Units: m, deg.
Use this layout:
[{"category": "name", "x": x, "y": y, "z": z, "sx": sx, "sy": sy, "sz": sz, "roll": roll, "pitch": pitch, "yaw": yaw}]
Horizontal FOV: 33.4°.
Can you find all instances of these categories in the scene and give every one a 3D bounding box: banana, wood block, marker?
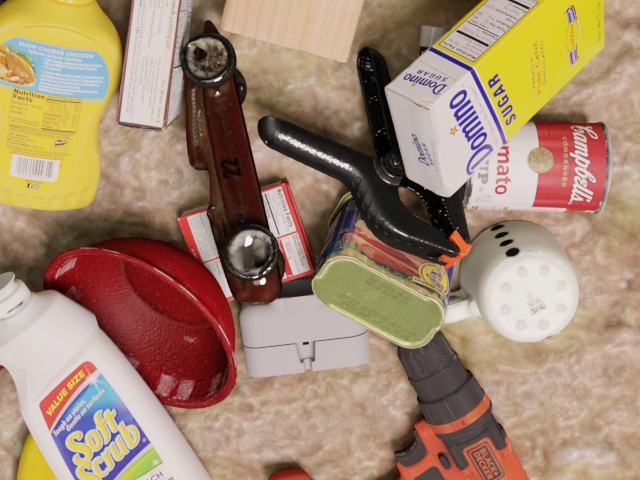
[{"category": "banana", "x": -0.210, "y": 0.203, "z": 0.856, "sx": 0.069, "sy": 0.037, "sz": 0.198, "roll": 12, "pitch": 102, "yaw": -2}, {"category": "wood block", "x": 0.001, "y": -0.235, "z": 0.733, "sx": 0.090, "sy": 0.091, "sz": 0.206, "roll": 15, "pitch": 102, "yaw": -3}, {"category": "marker", "x": 0.076, "y": -0.099, "z": 0.799, "sx": 0.020, "sy": 0.020, "sz": 0.121, "roll": 7, "pitch": 102, "yaw": -2}]

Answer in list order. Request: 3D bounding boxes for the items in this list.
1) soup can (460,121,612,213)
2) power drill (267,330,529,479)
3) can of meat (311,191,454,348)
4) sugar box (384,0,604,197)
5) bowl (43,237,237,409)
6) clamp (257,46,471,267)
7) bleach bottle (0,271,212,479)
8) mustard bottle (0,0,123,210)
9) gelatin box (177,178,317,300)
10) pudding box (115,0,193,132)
[{"category": "soup can", "x": 0.155, "y": -0.055, "z": 0.785, "sx": 0.102, "sy": 0.068, "sz": 0.068, "roll": 2, "pitch": 102, "yaw": 0}, {"category": "power drill", "x": 0.055, "y": 0.177, "z": 0.840, "sx": 0.188, "sy": 0.057, "sz": 0.184, "roll": -29, "pitch": 101, "yaw": 6}, {"category": "can of meat", "x": 0.048, "y": 0.021, "z": 0.785, "sx": 0.102, "sy": 0.084, "sz": 0.058, "roll": 28, "pitch": 127, "yaw": -6}, {"category": "sugar box", "x": 0.124, "y": -0.118, "z": 0.725, "sx": 0.048, "sy": 0.093, "sz": 0.176, "roll": 32, "pitch": 68, "yaw": 33}, {"category": "bowl", "x": -0.122, "y": 0.051, "z": 0.791, "sx": 0.162, "sy": 0.055, "sz": 0.162, "roll": 17, "pitch": 137, "yaw": 16}, {"category": "clamp", "x": 0.050, "y": -0.059, "z": 0.768, "sx": 0.171, "sy": 0.039, "sz": 0.120, "roll": 44, "pitch": 67, "yaw": -3}, {"category": "bleach bottle", "x": -0.175, "y": 0.131, "z": 0.791, "sx": 0.102, "sy": 0.068, "sz": 0.250, "roll": -29, "pitch": 117, "yaw": 1}, {"category": "mustard bottle", "x": -0.189, "y": -0.115, "z": 0.744, "sx": 0.096, "sy": 0.058, "sz": 0.192, "roll": 9, "pitch": 123, "yaw": -18}, {"category": "gelatin box", "x": -0.055, "y": 0.001, "z": 0.816, "sx": 0.089, "sy": 0.030, "sz": 0.073, "roll": -18, "pitch": 100, "yaw": 4}, {"category": "pudding box", "x": -0.115, "y": -0.138, "z": 0.754, "sx": 0.039, "sy": 0.090, "sz": 0.113, "roll": 7, "pitch": 103, "yaw": -2}]
